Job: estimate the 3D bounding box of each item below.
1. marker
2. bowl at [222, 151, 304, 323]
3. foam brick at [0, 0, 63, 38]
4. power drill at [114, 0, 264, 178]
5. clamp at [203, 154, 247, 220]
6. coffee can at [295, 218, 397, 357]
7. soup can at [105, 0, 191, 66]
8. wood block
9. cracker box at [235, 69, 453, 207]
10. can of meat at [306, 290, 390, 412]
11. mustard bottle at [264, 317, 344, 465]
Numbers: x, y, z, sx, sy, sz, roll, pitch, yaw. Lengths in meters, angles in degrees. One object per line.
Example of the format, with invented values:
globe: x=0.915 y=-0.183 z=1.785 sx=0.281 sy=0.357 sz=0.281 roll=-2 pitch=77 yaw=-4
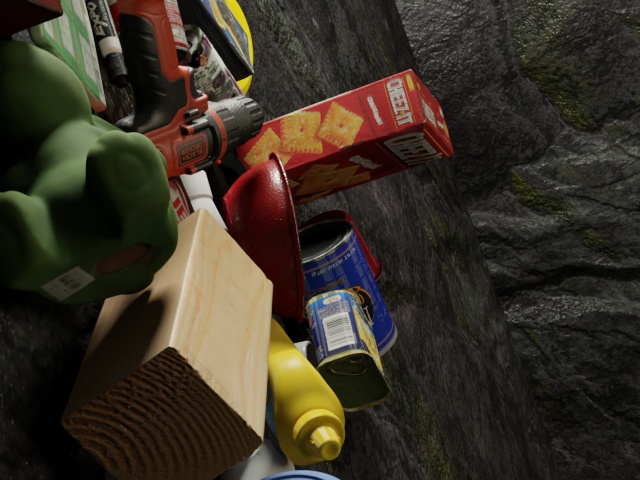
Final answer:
marker: x=-0.183 y=-0.183 z=0.896 sx=0.121 sy=0.020 sz=0.020 roll=71 pitch=14 yaw=13
bowl: x=-0.056 y=0.001 z=0.985 sx=0.162 sy=0.055 sz=0.162 roll=171 pitch=-90 yaw=-80
foam brick: x=-0.213 y=-0.158 z=0.671 sx=0.051 sy=0.078 sz=0.053 roll=-1 pitch=76 yaw=-75
power drill: x=-0.111 y=-0.147 z=0.870 sx=0.184 sy=0.057 sz=0.188 roll=-33 pitch=126 yaw=-51
clamp: x=-0.077 y=-0.037 z=1.091 sx=0.120 sy=0.039 sz=0.171 roll=-86 pitch=154 yaw=-50
coffee can: x=0.014 y=0.061 z=1.184 sx=0.102 sy=0.103 sz=0.140 roll=-74 pitch=144 yaw=-64
soup can: x=-0.158 y=-0.200 z=0.932 sx=0.068 sy=0.068 sz=0.102 roll=16 pitch=58 yaw=-72
wood block: x=-0.095 y=0.073 z=0.727 sx=0.090 sy=0.091 sz=0.206 roll=49 pitch=15 yaw=-19
cracker box: x=0.031 y=-0.108 z=1.218 sx=0.164 sy=0.214 sz=0.072 roll=22 pitch=52 yaw=-71
can of meat: x=0.027 y=0.110 z=1.077 sx=0.102 sy=0.057 sz=0.084 roll=61 pitch=12 yaw=-49
mustard bottle: x=-0.025 y=0.134 z=0.898 sx=0.192 sy=0.058 sz=0.096 roll=-140 pitch=-142 yaw=-65
